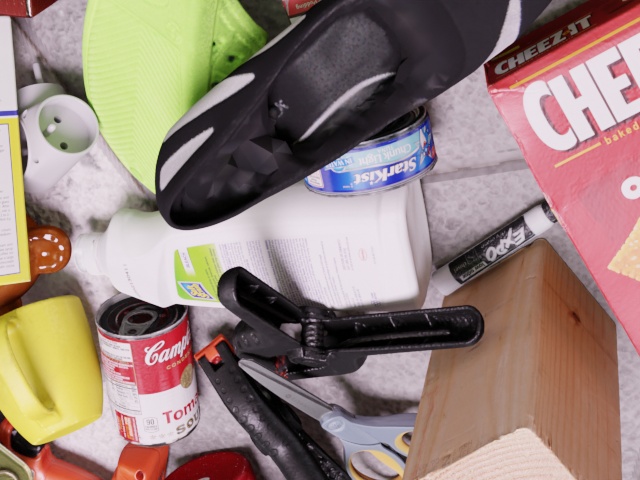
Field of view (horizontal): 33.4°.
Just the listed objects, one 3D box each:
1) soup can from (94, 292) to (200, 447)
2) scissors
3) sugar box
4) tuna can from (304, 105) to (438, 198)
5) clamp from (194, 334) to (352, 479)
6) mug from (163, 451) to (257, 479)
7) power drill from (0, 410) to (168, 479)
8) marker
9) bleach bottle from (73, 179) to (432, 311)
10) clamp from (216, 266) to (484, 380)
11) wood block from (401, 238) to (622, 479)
[{"bbox_3d":[-0.128,0.096,0.803,0.068,0.068,0.102,4,119,13],"label":"soup can"},{"bbox_3d":[0.030,0.125,0.769,0.096,0.016,0.201,-24,132,13],"label":"scissors"},{"bbox_3d":[-0.244,-0.056,0.692,0.048,0.093,0.176,7,102,56],"label":"sugar box"},{"bbox_3d":[0.028,-0.059,0.667,0.086,0.086,0.034,-5,115,17],"label":"tuna can"},{"bbox_3d":[-0.029,0.146,0.783,0.039,0.120,0.171,-42,101,-3],"label":"clamp"},{"bbox_3d":[-0.088,0.222,0.859,0.117,0.093,0.081,7,122,54],"label":"mug"},{"bbox_3d":[-0.221,0.172,0.878,0.188,0.057,0.184,16,125,9],"label":"power drill"},{"bbox_3d":[0.126,-0.001,0.711,0.121,0.020,0.020,-36,104,28],"label":"marker"},{"bbox_3d":[-0.055,0.001,0.733,0.251,0.068,0.102,-1,128,17],"label":"bleach bottle"},{"bbox_3d":[-0.013,0.061,0.705,0.164,0.036,0.210,14,160,-20],"label":"clamp"},{"bbox_3d":[0.124,0.099,0.657,0.090,0.206,0.090,-34,105,28],"label":"wood block"}]
